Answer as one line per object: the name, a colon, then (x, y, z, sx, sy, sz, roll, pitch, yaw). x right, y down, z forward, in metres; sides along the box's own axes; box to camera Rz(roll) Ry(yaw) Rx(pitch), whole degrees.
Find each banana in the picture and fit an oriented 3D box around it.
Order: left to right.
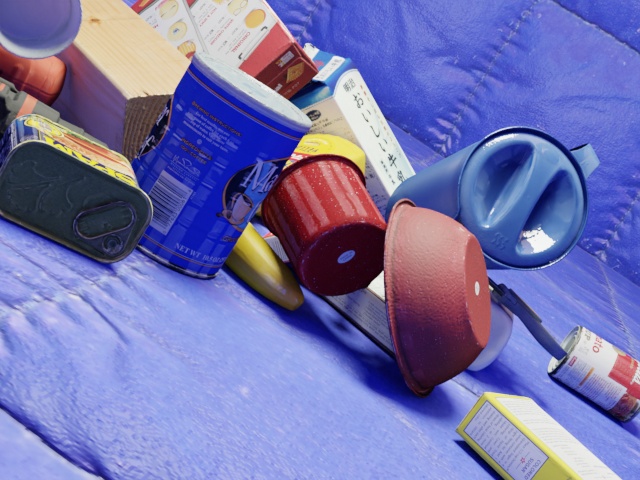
banana: (-0.071, -0.007, 0.901, 0.069, 0.037, 0.198, 26, 14, -33)

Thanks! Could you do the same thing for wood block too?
wood block: (-0.177, -0.134, 0.943, 0.090, 0.090, 0.206, -10, 37, -33)

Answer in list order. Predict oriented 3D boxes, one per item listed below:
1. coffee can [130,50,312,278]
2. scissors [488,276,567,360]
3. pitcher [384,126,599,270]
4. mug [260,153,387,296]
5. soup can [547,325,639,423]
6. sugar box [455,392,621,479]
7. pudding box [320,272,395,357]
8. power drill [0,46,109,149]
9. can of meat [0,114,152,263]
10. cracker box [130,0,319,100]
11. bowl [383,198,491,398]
coffee can: (-0.086, -0.057, 0.811, 0.102, 0.140, 0.103, 31, 12, -8)
scissors: (0.187, 0.067, 1.012, 0.096, 0.016, 0.201, 52, 10, 25)
pitcher: (0.163, -0.035, 1.082, 0.149, 0.145, 0.243, 16, -8, -15)
mug: (0.017, -0.007, 0.866, 0.117, 0.093, 0.081, 18, 30, -36)
soup can: (0.317, 0.150, 1.205, 0.102, 0.068, 0.068, 33, 12, 3)
sugar box: (0.190, 0.186, 0.790, 0.176, 0.048, 0.093, 46, 17, 34)
pudding box: (0.057, 0.060, 0.963, 0.114, 0.039, 0.089, 36, 15, 28)
power drill: (-0.242, -0.112, 0.829, 0.184, 0.057, 0.188, 29, 13, -19)
can of meat: (-0.171, -0.038, 0.725, 0.102, 0.057, 0.084, 27, 11, -25)
cracker box: (-0.121, -0.207, 1.162, 0.072, 0.164, 0.214, 39, 14, -54)
bowl: (0.100, 0.043, 0.856, 0.055, 0.162, 0.162, -7, -2, 20)
